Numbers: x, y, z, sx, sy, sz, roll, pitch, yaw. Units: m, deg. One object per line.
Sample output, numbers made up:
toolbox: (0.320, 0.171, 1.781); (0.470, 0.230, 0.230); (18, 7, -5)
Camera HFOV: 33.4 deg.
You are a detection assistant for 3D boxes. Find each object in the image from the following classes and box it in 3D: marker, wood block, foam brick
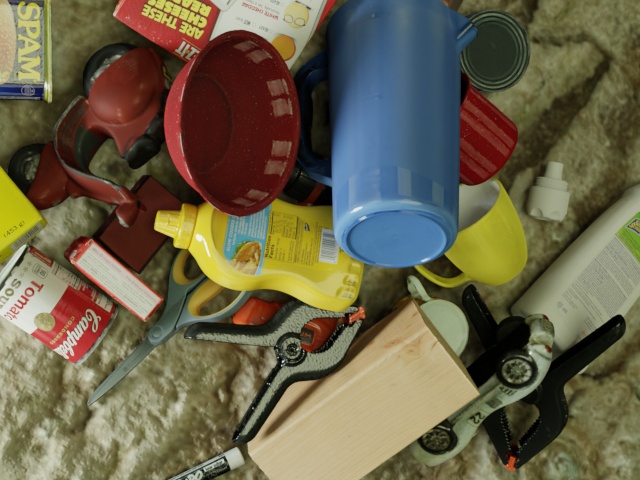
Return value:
marker: (-0.133, 0.237, 1.047); (0.121, 0.020, 0.020); (-23, 101, -16)
wood block: (0.037, 0.160, 1.032); (0.206, 0.090, 0.091); (-37, 104, 6)
foam brick: (-0.168, -0.016, 1.000); (0.051, 0.053, 0.078); (41, 80, -17)

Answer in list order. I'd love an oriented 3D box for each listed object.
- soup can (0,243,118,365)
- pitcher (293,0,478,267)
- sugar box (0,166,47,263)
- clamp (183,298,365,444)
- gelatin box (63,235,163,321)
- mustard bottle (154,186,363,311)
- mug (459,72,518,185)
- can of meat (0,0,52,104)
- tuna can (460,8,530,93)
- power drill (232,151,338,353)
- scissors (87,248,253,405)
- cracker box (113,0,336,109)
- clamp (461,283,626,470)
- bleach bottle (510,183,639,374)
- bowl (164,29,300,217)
soup can: (-0.245, 0.058, 0.971); (0.102, 0.069, 0.068); (38, 82, -17)
pitcher: (0.058, -0.099, 0.980); (0.144, 0.149, 0.243); (14, 56, -18)
sugar box: (-0.327, -0.054, 0.920); (0.093, 0.048, 0.176); (-40, 88, -12)
clamp: (-0.033, 0.113, 1.001); (0.171, 0.039, 0.120); (-17, 99, -14)
gelatin box: (-0.192, 0.034, 0.984); (0.089, 0.073, 0.030); (41, 80, -17)
mustard bottle: (-0.057, 0.001, 0.979); (0.191, 0.058, 0.096); (12, 67, -13)
mug: (0.138, -0.099, 1.082); (0.081, 0.093, 0.117); (36, 95, -23)
can of meat: (-0.282, -0.174, 0.948); (0.083, 0.057, 0.102); (-1, 93, -16)
tuna can: (0.173, -0.196, 1.113); (0.086, 0.034, 0.086); (-1, 94, -19)
power drill: (-0.018, 0.008, 1.050); (0.184, 0.057, 0.187); (23, 87, -16)
scissors: (-0.155, 0.070, 1.023); (0.202, 0.016, 0.096); (-31, 63, 8)
cracker box: (-0.064, -0.256, 0.976); (0.164, 0.072, 0.214); (31, 105, -17)
clamp: (0.208, 0.144, 1.117); (0.164, 0.036, 0.210); (18, 117, 10)
bleach bottle: (0.325, 0.024, 1.166); (0.250, 0.068, 0.102); (-43, 105, -14)
bowl: (-0.086, -0.103, 0.940); (0.161, 0.055, 0.162); (-9, 102, -53)
